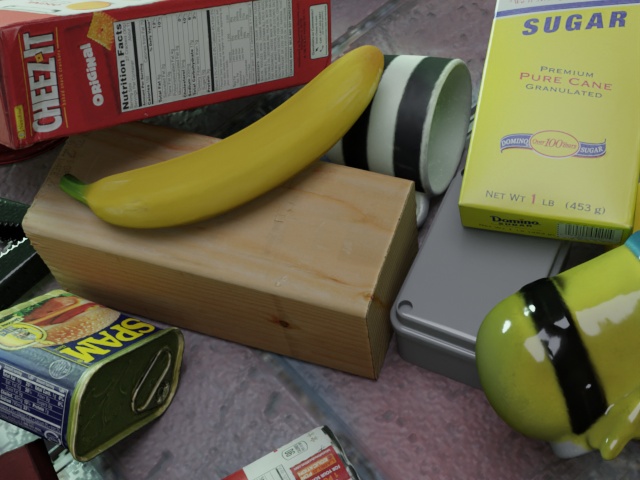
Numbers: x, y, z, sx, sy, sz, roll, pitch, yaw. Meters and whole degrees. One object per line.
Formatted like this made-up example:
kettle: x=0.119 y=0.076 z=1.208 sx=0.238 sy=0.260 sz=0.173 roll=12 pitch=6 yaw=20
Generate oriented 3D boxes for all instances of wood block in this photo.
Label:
wood block: x=-0.054 y=0.001 z=0.630 sx=0.206 sy=0.091 sz=0.090 roll=14 pitch=62 yaw=15

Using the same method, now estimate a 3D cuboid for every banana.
banana: x=-0.046 y=-0.051 z=0.584 sx=0.197 sy=0.037 sz=0.070 roll=-23 pitch=60 yaw=-6

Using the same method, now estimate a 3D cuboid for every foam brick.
foam brick: x=-0.180 y=0.147 z=0.576 sx=0.078 sy=0.053 sz=0.051 roll=-24 pitch=86 yaw=-7

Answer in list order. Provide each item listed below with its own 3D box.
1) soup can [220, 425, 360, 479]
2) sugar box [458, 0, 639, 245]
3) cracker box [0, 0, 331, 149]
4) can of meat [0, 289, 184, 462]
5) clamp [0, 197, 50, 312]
soup can: x=-0.026 y=0.149 z=0.555 sx=0.102 sy=0.068 sz=0.068 roll=-27 pitch=60 yaw=-9
sugar box: x=0.137 y=-0.089 z=0.593 sx=0.093 sy=0.048 sz=0.176 roll=8 pitch=77 yaw=13
cracker box: x=-0.124 y=-0.118 z=0.640 sx=0.213 sy=0.072 sz=0.164 roll=-19 pitch=26 yaw=-36
can of meat: x=-0.139 y=0.072 z=0.600 sx=0.084 sy=0.102 sz=0.057 roll=18 pitch=109 yaw=21
clamp: x=-0.264 y=0.013 z=0.684 sx=0.210 sy=0.036 sz=0.164 roll=-21 pitch=60 yaw=0
